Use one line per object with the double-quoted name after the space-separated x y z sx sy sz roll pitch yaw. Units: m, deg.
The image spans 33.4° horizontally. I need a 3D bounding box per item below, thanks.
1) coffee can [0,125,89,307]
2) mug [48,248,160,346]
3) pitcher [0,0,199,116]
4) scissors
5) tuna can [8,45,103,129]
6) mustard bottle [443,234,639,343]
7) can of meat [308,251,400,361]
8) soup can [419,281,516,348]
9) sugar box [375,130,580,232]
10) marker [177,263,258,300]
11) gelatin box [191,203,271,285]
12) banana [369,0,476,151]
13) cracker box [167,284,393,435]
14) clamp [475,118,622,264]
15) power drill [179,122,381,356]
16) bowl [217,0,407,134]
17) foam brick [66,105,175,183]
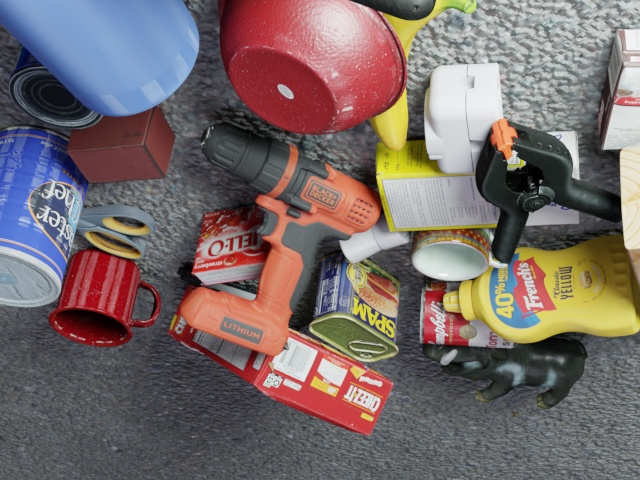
-0.280 -0.022 1.008 0.103 0.140 0.103 6 148 3 "coffee can"
-0.236 0.064 1.193 0.117 0.081 0.093 10 148 -3 "mug"
-0.188 -0.198 0.736 0.145 0.149 0.242 -21 145 9 "pitcher"
-0.257 -0.034 1.103 0.201 0.016 0.096 30 140 -32 "scissors"
-0.223 -0.134 0.918 0.086 0.033 0.086 6 148 3 "tuna can"
0.215 0.052 1.060 0.192 0.096 0.058 -8 158 25 "mustard bottle"
0.039 0.070 1.139 0.058 0.084 0.102 -22 138 38 "can of meat"
0.159 0.080 1.145 0.102 0.068 0.068 3 148 8 "soup can"
0.142 -0.052 0.960 0.176 0.048 0.093 -4 147 11 "sugar box"
-0.103 0.052 1.203 0.121 0.020 0.020 20 146 -18 "marker"
-0.080 0.003 1.067 0.089 0.073 0.030 -9 144 26 "gelatin box"
0.059 -0.140 0.824 0.037 0.070 0.198 -30 164 -22 "banana"
-0.049 0.129 1.168 0.164 0.072 0.214 29 174 -33 "cracker box"
0.170 -0.037 0.890 0.120 0.039 0.171 -33 135 21 "clamp"
-0.056 0.001 0.980 0.184 0.057 0.188 24 101 -22 "power drill"
-0.018 -0.132 0.813 0.162 0.055 0.162 21 149 13 "bowl"
-0.180 -0.088 0.964 0.078 0.053 0.051 -2 147 16 "foam brick"
